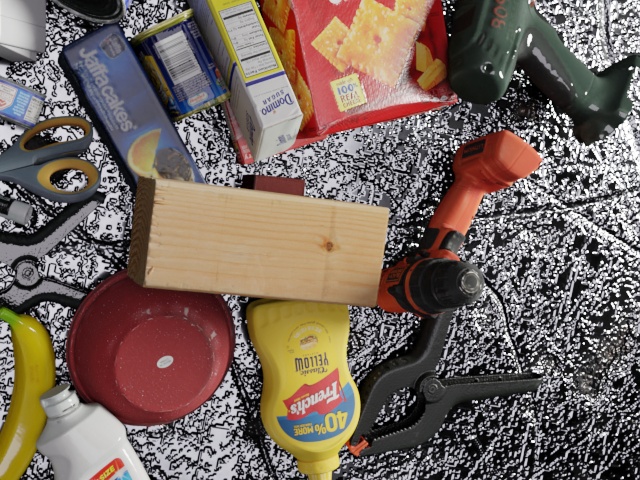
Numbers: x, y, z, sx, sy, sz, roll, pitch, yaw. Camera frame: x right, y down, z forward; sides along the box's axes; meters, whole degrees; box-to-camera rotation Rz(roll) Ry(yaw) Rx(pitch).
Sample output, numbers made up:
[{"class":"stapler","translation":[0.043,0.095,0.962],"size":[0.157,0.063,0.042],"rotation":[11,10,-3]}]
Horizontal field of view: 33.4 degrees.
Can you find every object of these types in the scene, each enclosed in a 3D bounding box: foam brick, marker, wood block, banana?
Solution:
[{"class":"foam brick","translation":[-0.048,-0.023,1.011],"size":[0.051,0.053,0.078],"rotation":[6,92,-15]},{"class":"marker","translation":[-0.315,-0.041,0.944],"size":[0.121,0.020,0.020],"rotation":[19,89,1]},{"class":"wood block","translation":[-0.056,0.001,0.932],"size":[0.205,0.090,0.091],"rotation":[7,93,-19]},{"class":"banana","translation":[-0.274,0.148,0.964],"size":[0.069,0.037,0.198],"rotation":[-1,105,-39]}]

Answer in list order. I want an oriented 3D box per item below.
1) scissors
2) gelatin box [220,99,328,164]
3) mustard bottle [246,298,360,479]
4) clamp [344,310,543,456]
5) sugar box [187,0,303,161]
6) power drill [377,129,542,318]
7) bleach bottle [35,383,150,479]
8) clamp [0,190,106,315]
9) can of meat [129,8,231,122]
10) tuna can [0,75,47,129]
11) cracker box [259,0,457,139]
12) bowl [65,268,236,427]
[{"class":"scissors","translation":[-0.281,-0.049,0.935],"size":[0.201,0.016,0.096],"rotation":[-30,71,-25]},{"class":"gelatin box","translation":[-0.045,-0.119,1.017],"size":[0.089,0.030,0.073],"rotation":[-18,98,-12]},{"class":"mustard bottle","translation":[-0.012,0.147,1.028],"size":[0.096,0.058,0.191],"rotation":[-10,96,-19]},{"class":"clamp","translation":[0.104,0.132,1.066],"size":[0.210,0.036,0.164],"rotation":[-32,105,-8]},{"class":"sugar box","translation":[-0.070,-0.167,0.951],"size":[0.048,0.093,0.176],"rotation":[-23,81,-12]},{"class":"power drill","translation":[0.132,-0.013,1.000],"size":[0.057,0.185,0.187],"rotation":[38,74,-14]},{"class":"bleach bottle","translation":[-0.198,0.250,0.973],"size":[0.102,0.068,0.251],"rotation":[-26,104,-15]},{"class":"clamp","translation":[-0.259,0.035,0.970],"size":[0.171,0.039,0.120],"rotation":[-20,95,-13]},{"class":"can of meat","translation":[-0.127,-0.155,0.958],"size":[0.057,0.102,0.084],"rotation":[-28,102,-12]},{"class":"tuna can","translation":[-0.285,-0.127,0.928],"size":[0.086,0.086,0.034],"rotation":[22,89,-15]},{"class":"cracker box","translation":[0.031,-0.213,0.987],"size":[0.163,0.072,0.214],"rotation":[-16,100,-29]},{"class":"bowl","translation":[-0.148,0.105,0.977],"size":[0.162,0.055,0.162],"rotation":[-5,105,-20]}]
